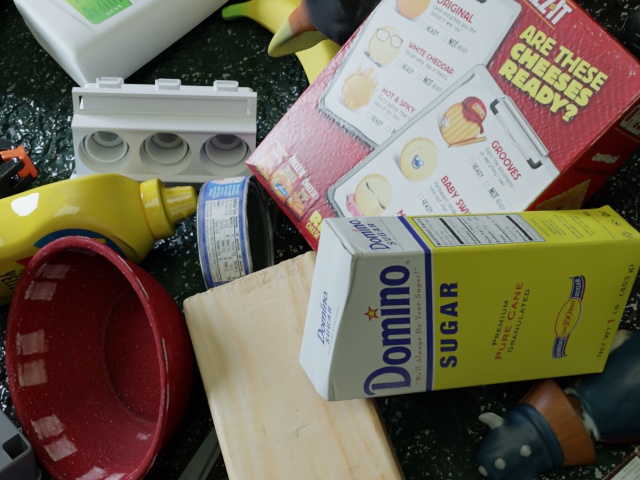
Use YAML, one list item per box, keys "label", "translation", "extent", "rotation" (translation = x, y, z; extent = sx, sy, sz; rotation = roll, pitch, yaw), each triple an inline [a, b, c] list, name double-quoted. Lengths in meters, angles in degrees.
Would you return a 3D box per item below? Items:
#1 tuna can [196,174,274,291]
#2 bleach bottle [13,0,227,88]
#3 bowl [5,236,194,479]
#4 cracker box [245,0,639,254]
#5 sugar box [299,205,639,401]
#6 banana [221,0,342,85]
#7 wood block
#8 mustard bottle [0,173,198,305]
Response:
- label: "tuna can"
  translation: [-0.055, 0.001, 0.700]
  extent: [0.034, 0.086, 0.086]
  rotation: [-6, 65, 8]
- label: "bleach bottle"
  translation: [-0.105, -0.220, 0.824]
  extent: [0.250, 0.068, 0.103]
  rotation: [-40, 63, -13]
- label: "bowl"
  translation: [-0.130, 0.076, 0.669]
  extent: [0.162, 0.055, 0.162]
  rotation: [4, 97, 40]
- label: "cracker box"
  translation: [0.079, -0.063, 0.649]
  extent: [0.214, 0.072, 0.164]
  rotation: [-47, 64, 19]
- label: "sugar box"
  translation: [0.082, 0.033, 0.575]
  extent: [0.176, 0.093, 0.048]
  rotation: [-5, 32, -23]
- label: "banana"
  translation: [-0.004, -0.119, 0.778]
  extent: [0.070, 0.037, 0.198]
  rotation: [-41, 60, 21]
- label: "wood block"
  translation: [-0.005, 0.122, 0.615]
  extent: [0.090, 0.091, 0.206]
  rotation: [-21, 54, 0]
- label: "mustard bottle"
  translation: [-0.175, -0.002, 0.714]
  extent: [0.191, 0.096, 0.058]
  rotation: [-16, 64, 1]
